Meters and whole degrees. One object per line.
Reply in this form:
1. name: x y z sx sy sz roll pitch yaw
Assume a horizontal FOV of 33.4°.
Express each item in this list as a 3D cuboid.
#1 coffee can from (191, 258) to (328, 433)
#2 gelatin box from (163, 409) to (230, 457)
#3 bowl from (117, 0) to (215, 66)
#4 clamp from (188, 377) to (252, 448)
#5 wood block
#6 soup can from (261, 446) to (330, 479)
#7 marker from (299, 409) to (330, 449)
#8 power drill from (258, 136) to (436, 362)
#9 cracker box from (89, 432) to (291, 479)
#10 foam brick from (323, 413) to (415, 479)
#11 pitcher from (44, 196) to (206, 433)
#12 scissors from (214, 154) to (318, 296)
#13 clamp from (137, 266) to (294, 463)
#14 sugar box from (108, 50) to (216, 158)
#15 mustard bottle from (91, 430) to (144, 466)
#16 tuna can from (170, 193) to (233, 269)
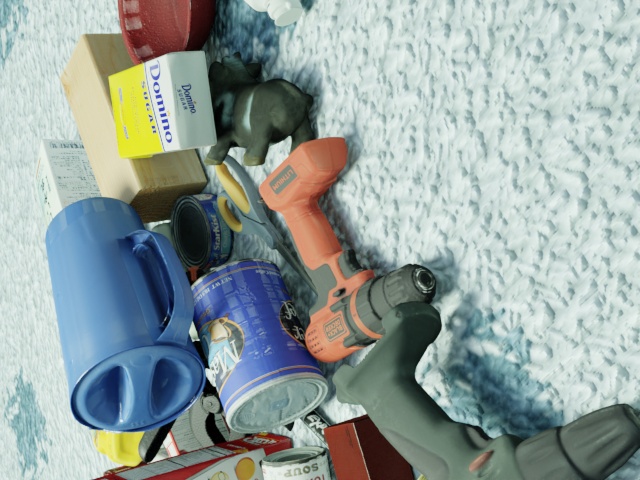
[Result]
1. coffee can: -0.064 0.103 1.052 0.103 0.102 0.140 -57 47 44
2. gelatin box: -0.141 0.233 1.233 0.030 0.073 0.089 -50 59 48
3. bowl: -0.160 -0.256 1.153 0.162 0.055 0.162 18 112 51
4. clamp: -0.108 0.170 1.188 0.120 0.039 0.171 -16 98 32
5. wood block: -0.218 -0.130 1.237 0.091 0.090 0.206 -46 61 49
6. soup can: -0.019 0.265 1.075 0.069 0.068 0.102 -9 91 55
7. marker: 0.001 0.189 1.072 0.121 0.020 0.020 38 128 43
8. power drill: 0.019 0.005 0.967 0.185 0.057 0.188 -38 68 51
9. cracker box: -0.127 0.305 1.110 0.072 0.213 0.164 1 98 56
10. foam brick: 0.046 0.201 0.985 0.053 0.051 0.078 -25 78 53
11. pitcher: -0.205 0.061 1.095 0.145 0.149 0.243 75 172 -49
12. scissors: -0.057 0.001 1.107 0.202 0.016 0.096 58 152 15
13. clamp: -0.110 0.124 1.125 0.036 0.164 0.210 68 -163 -62
14. sugar box: -0.164 -0.134 1.082 0.176 0.048 0.093 1 99 63
15. mustard bottle: -0.262 0.234 1.392 0.192 0.058 0.096 -9 67 67
16. tuna can: -0.133 -0.010 1.195 0.086 0.033 0.086 18 112 51
